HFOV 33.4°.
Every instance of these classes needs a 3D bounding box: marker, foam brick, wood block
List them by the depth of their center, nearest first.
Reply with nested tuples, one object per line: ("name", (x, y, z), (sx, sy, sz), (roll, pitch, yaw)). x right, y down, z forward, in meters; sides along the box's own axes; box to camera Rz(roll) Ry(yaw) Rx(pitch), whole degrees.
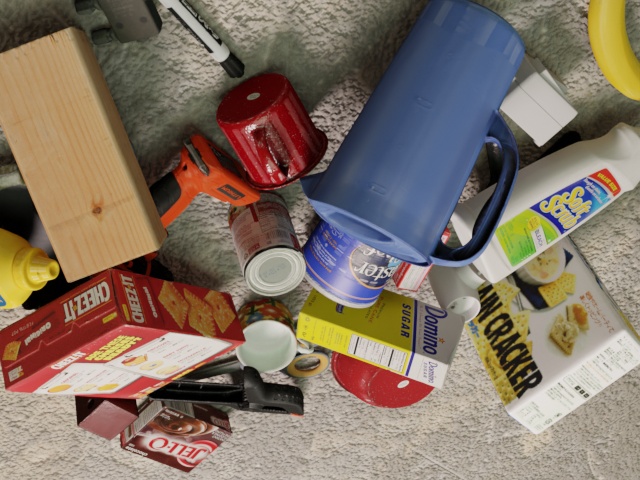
("wood block", (-0.222, -0.078, 0.968), (0.091, 0.090, 0.206), (-20, 99, 0))
("marker", (-0.111, -0.196, 1.011), (0.020, 0.020, 0.121), (-34, 130, 12))
("foam brick", (-0.251, 0.182, 1.243), (0.053, 0.078, 0.051), (-41, 129, 18))

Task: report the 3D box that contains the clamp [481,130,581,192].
("clamp", (0.210, -0.060, 1.206), (0.120, 0.039, 0.172), (12, 120, -24))

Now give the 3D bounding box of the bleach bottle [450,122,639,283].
("bleach bottle", (0.267, -0.060, 1.167), (0.251, 0.068, 0.102), (-33, 130, -2))

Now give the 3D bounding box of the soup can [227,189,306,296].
("soup can", (-0.057, 0.001, 1.135), (0.068, 0.102, 0.068), (-8, 130, -10))

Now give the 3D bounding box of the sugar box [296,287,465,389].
("sugar box", (0.069, 0.097, 1.207), (0.176, 0.093, 0.048), (16, 127, 10))

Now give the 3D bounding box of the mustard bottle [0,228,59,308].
("mustard bottle", (-0.335, 0.026, 1.042), (0.192, 0.058, 0.096), (1, 132, 26))

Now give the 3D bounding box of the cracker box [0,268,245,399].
("cracker box", (-0.207, 0.103, 1.130), (0.164, 0.072, 0.213), (-29, 157, 22))

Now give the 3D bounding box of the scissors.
("scissors", (-0.074, 0.159, 1.316), (0.202, 0.016, 0.096), (-26, 129, 5))

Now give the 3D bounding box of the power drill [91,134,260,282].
("power drill", (-0.156, -0.015, 1.103), (0.188, 0.057, 0.184), (-39, 154, 8))

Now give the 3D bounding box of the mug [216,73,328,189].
("mug", (-0.050, -0.103, 1.046), (0.093, 0.117, 0.081), (-20, 127, 15))

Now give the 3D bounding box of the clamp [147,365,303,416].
("clamp", (-0.081, 0.184, 1.280), (0.165, 0.036, 0.209), (-15, 156, 41))

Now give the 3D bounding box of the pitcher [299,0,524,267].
("pitcher", (0.107, -0.100, 1.019), (0.149, 0.145, 0.243), (32, 82, -31))

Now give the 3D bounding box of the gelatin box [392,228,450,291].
("gelatin box", (0.105, 0.001, 1.201), (0.030, 0.073, 0.089), (10, 125, -24))

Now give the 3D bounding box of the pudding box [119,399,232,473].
("pudding box", (-0.181, 0.239, 1.336), (0.113, 0.039, 0.090), (31, 115, -34))

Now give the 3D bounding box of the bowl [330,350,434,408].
("bowl", (0.097, 0.160, 1.343), (0.162, 0.055, 0.162), (-8, 131, -10))

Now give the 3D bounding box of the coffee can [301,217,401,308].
("coffee can", (0.051, -0.012, 1.156), (0.102, 0.103, 0.140), (16, 122, -27))
